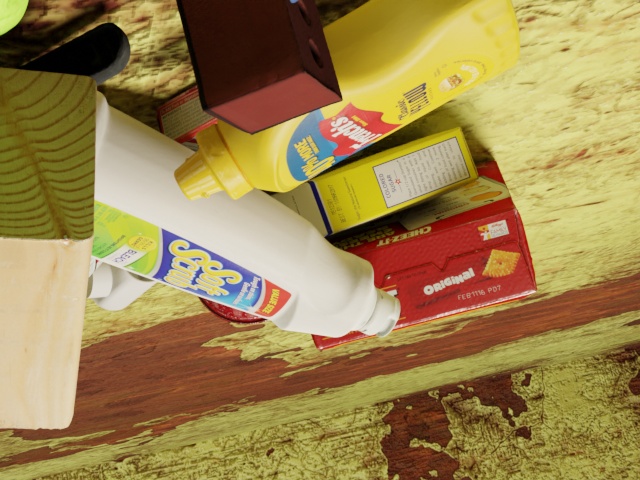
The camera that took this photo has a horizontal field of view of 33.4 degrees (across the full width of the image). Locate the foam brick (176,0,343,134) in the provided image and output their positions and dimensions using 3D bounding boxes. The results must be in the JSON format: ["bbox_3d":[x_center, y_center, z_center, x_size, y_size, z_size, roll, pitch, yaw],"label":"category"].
[{"bbox_3d":[-0.030,-0.097,0.493,0.051,0.078,0.053,-20,167,18],"label":"foam brick"}]

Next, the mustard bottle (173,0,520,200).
[{"bbox_3d":[0.009,-0.076,0.560,0.191,0.058,0.096,-29,164,3],"label":"mustard bottle"}]

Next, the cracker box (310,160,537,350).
[{"bbox_3d":[0.074,0.006,0.834,0.164,0.072,0.213,-16,-169,9],"label":"cracker box"}]

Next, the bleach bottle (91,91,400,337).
[{"bbox_3d":[-0.054,0.001,0.651,0.250,0.068,0.103,25,147,-24],"label":"bleach bottle"}]

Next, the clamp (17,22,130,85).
[{"bbox_3d":[-0.183,-0.068,0.536,0.120,0.039,0.172,10,151,-34],"label":"clamp"}]

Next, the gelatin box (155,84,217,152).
[{"bbox_3d":[-0.043,-0.079,0.640,0.089,0.030,0.073,-22,164,37],"label":"gelatin box"}]

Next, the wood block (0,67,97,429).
[{"bbox_3d":[-0.163,0.014,0.533,0.090,0.091,0.206,3,148,-15],"label":"wood block"}]

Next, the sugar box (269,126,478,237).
[{"bbox_3d":[0.015,-0.030,0.769,0.176,0.048,0.093,-18,-179,-11],"label":"sugar box"}]
